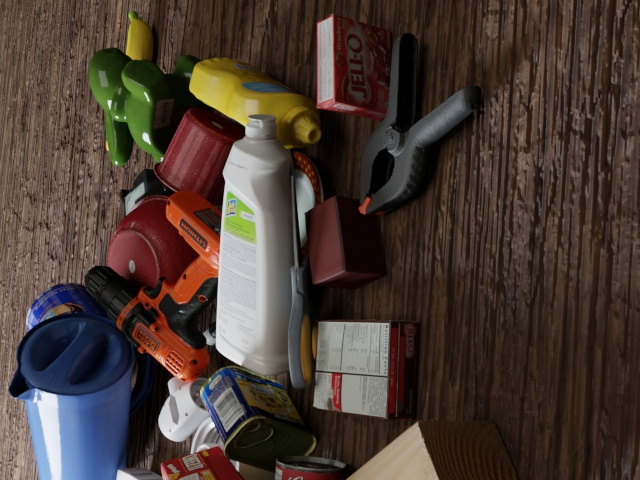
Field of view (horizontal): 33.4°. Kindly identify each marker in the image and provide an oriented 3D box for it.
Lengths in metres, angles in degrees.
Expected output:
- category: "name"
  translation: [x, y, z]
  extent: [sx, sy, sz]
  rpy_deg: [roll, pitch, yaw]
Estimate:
- category: "marker"
  translation: [-0.095, 0.081, 1.198]
  extent: [0.121, 0.020, 0.020]
  rpy_deg: [-44, 51, 40]

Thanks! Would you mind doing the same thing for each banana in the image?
- category: "banana"
  translation: [-0.257, -0.214, 1.454]
  extent: [0.070, 0.037, 0.198]
  rpy_deg: [-156, 78, -70]

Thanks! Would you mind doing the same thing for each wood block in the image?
- category: "wood block"
  translation: [0.067, 0.240, 0.897]
  extent: [0.206, 0.090, 0.090]
  rpy_deg: [-48, 48, 38]

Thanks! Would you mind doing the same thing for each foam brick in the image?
- category: "foam brick"
  translation: [0.023, 0.003, 1.028]
  extent: [0.051, 0.052, 0.078]
  rpy_deg: [-29, 60, 47]

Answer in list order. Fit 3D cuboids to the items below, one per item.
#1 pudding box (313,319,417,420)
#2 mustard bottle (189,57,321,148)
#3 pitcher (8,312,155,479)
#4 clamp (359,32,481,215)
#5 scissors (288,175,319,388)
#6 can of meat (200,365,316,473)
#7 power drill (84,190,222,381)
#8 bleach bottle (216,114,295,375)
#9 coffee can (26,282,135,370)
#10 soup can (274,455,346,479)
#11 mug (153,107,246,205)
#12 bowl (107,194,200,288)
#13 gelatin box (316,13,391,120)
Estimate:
- category: "pudding box"
  translation: [0.041, 0.118, 0.997]
  extent: [0.114, 0.039, 0.090]
  rpy_deg: [-4, 81, 51]
- category: "mustard bottle"
  translation: [-0.056, -0.140, 1.121]
  extent: [0.192, 0.096, 0.058]
  rpy_deg: [36, 112, 49]
- category: "pitcher"
  translation: [-0.285, 0.212, 1.306]
  extent: [0.145, 0.149, 0.243]
  rpy_deg: [-85, 2, -50]
- category: "clamp"
  translation: [0.085, -0.093, 0.975]
  extent: [0.120, 0.039, 0.171]
  rpy_deg: [44, 124, 52]
- category: "scissors"
  translation: [-0.015, 0.045, 1.048]
  extent: [0.016, 0.096, 0.202]
  rpy_deg: [-3, 78, 14]
- category: "can of meat"
  translation: [-0.064, 0.178, 1.072]
  extent: [0.057, 0.102, 0.084]
  rpy_deg: [-50, 43, 14]
- category: "power drill"
  translation: [-0.170, 0.039, 1.192]
  extent: [0.184, 0.057, 0.188]
  rpy_deg: [39, 118, 16]
- category: "bleach bottle"
  translation: [-0.057, 0.001, 1.069]
  extent: [0.103, 0.067, 0.251]
  rpy_deg: [20, 114, 43]
- category: "coffee can"
  translation: [-0.319, 0.132, 1.417]
  extent: [0.140, 0.102, 0.103]
  rpy_deg: [39, 115, 49]
- category: "soup can"
  translation: [-0.013, 0.262, 1.017]
  extent: [0.069, 0.068, 0.102]
  rpy_deg: [2, 86, 53]
- category: "mug"
  translation: [-0.132, -0.102, 1.234]
  extent: [0.082, 0.093, 0.117]
  rpy_deg: [-61, 5, 19]
- category: "bowl"
  translation: [-0.205, 0.028, 1.281]
  extent: [0.162, 0.055, 0.162]
  rpy_deg: [10, 105, 38]
- category: "gelatin box"
  translation: [0.033, -0.165, 1.026]
  extent: [0.030, 0.073, 0.089]
  rpy_deg: [-14, 73, 52]
